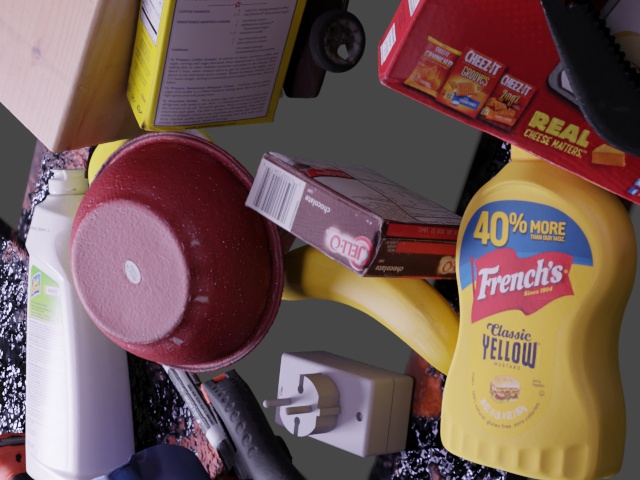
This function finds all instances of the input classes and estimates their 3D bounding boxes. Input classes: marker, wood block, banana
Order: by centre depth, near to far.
[{"bbox_3d":[0.026,0.037,0.657,0.198,0.037,0.070,29,118,45],"label":"banana"},{"bbox_3d":[-0.134,-0.169,0.668,0.091,0.090,0.206,42,125,22],"label":"wood block"},{"bbox_3d":[-0.085,0.126,0.787,0.121,0.020,0.020,51,123,35],"label":"marker"}]

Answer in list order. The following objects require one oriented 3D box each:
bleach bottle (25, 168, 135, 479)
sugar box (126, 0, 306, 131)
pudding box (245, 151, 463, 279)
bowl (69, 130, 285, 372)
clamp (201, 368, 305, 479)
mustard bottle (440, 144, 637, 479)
[{"bbox_3d":[-0.194,0.069,0.852,0.103,0.067,0.251,6,98,44],"label":"bleach bottle"},{"bbox_3d":[-0.057,-0.146,0.634,0.048,0.093,0.176,59,144,37],"label":"sugar box"},{"bbox_3d":[0.025,-0.014,0.625,0.114,0.089,0.039,34,111,43],"label":"pudding box"},{"bbox_3d":[-0.105,0.014,0.675,0.162,0.055,0.162,7,105,27],"label":"bowl"},{"bbox_3d":[-0.035,0.144,0.690,0.172,0.039,0.120,55,156,32],"label":"clamp"},{"bbox_3d":[0.114,0.022,0.553,0.096,0.058,0.191,6,92,46],"label":"mustard bottle"}]
